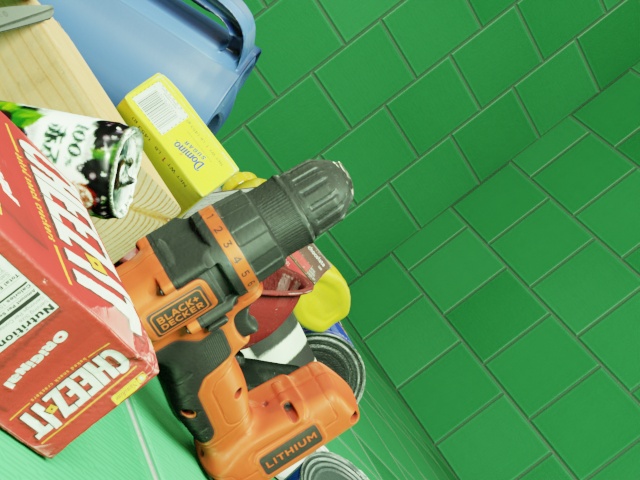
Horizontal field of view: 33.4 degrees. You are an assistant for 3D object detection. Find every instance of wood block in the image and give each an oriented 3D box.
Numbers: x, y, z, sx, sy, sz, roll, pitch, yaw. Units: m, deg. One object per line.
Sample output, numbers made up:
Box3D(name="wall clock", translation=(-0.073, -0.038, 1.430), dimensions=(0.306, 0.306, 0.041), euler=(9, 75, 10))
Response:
Box3D(name="wood block", translation=(-0.191, -0.081, 0.723), dimensions=(0.206, 0.090, 0.090), euler=(53, 0, 34))

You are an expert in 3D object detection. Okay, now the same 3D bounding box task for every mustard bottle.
Box3D(name="mustard bottle", translation=(-0.044, -0.005, 1.016), dimensions=(0.192, 0.058, 0.096), euler=(53, -2, 36))

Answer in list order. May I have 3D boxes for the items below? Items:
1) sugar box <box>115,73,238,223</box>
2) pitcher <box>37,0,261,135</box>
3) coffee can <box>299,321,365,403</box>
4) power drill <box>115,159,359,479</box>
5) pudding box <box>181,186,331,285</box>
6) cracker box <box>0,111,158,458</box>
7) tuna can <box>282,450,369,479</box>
Box3D(name="sugar box", translation=(-0.140, -0.051, 0.835), dimensions=(0.093, 0.048, 0.177), euler=(52, -35, -4))
Box3D(name="pitcher", translation=(-0.175, -0.175, 0.883), dimensions=(0.243, 0.149, 0.145), euler=(34, -1, -6))
Box3D(name="coffee can", translation=(-0.017, 0.120, 1.111), dimensions=(0.102, 0.103, 0.140), euler=(52, 2, -18))
Box3D(name="power drill", translation=(-0.041, 0.056, 0.632), dimensions=(0.057, 0.184, 0.187), euler=(55, -7, 49))
Box3D(name="pudding box", translation=(-0.056, 0.001, 0.879), dimensions=(0.114, 0.039, 0.090), euler=(-4, -51, 55))
Box3D(name="cracker box", translation=(-0.169, -0.030, 0.445), dimensions=(0.213, 0.072, 0.164), euler=(52, 1, -43))
Box3D(name="tuna can", translation=(0.009, 0.198, 0.773), dimensions=(0.086, 0.034, 0.086), euler=(35, 26, -20))
